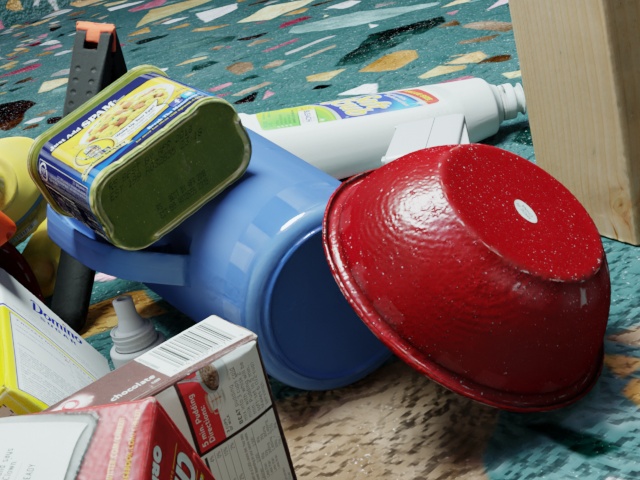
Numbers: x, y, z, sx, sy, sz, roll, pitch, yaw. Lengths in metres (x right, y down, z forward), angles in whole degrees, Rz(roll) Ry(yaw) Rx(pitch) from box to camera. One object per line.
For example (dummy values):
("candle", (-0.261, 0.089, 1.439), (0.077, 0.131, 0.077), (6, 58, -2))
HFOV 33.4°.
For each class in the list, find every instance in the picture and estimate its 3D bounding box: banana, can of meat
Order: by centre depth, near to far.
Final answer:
("can of meat", (-0.100, -0.047, 0.596), (0.102, 0.057, 0.084), (-40, 36, -19))
("banana", (-0.214, 0.006, 0.841), (0.037, 0.070, 0.198), (24, 21, -11))

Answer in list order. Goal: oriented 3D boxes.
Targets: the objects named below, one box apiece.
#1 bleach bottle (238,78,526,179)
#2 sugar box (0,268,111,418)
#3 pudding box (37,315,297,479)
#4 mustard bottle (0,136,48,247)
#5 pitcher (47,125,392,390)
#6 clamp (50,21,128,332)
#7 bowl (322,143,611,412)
("bleach bottle", (0.050, -0.097, 0.923), (0.251, 0.068, 0.102), (-13, 21, -1))
("sugar box", (-0.145, 0.082, 0.552), (0.048, 0.093, 0.176), (-45, 23, -4))
("pudding box", (-0.069, 0.098, 0.467), (0.113, 0.090, 0.039), (-28, 26, -32))
("mustard bottle", (-0.229, -0.029, 0.747), (0.096, 0.058, 0.192), (-39, 5, -13))
("pitcher", (-0.054, 0.001, 0.654), (0.149, 0.145, 0.243), (-47, 31, -8))
("clamp", (-0.158, -0.056, 0.784), (0.036, 0.210, 0.164), (6, 18, 7))
("bowl", (0.084, 0.003, 0.523), (0.162, 0.055, 0.162), (19, 39, -17))
